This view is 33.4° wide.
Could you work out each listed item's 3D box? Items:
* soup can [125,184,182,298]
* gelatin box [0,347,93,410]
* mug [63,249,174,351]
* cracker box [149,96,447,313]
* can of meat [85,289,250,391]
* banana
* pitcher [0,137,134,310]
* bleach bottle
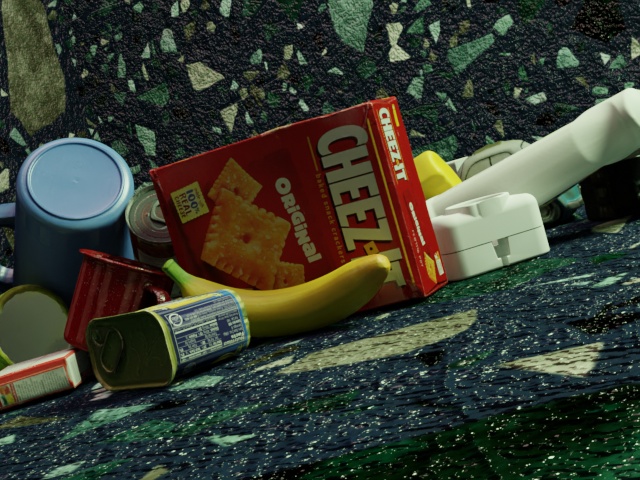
[{"bbox_3d":[-0.146,0.002,1.014,0.068,0.068,0.102,-16,-32,-13],"label":"soup can"},{"bbox_3d":[-0.240,0.118,0.915,0.073,0.030,0.089,-17,2,-2],"label":"gelatin box"},{"bbox_3d":[-0.169,0.060,0.931,0.117,0.081,0.093,15,0,45],"label":"mug"},{"bbox_3d":[-0.021,-0.012,0.899,0.214,0.164,0.072,-14,5,25],"label":"cracker box"},{"bbox_3d":[-0.116,0.075,0.820,0.102,0.057,0.083,-12,3,44],"label":"can of meat"},{"bbox_3d":[-0.033,0.046,0.846,0.198,0.069,0.037,-3,41,23],"label":"banana"},{"bbox_3d":[-0.259,0.005,1.080,0.149,0.145,0.243,-26,-23,-26],"label":"pitcher"},{"bbox_3d":[0.213,-0.068,0.984,0.251,0.068,0.102,-33,-5,25],"label":"bleach bottle"}]
